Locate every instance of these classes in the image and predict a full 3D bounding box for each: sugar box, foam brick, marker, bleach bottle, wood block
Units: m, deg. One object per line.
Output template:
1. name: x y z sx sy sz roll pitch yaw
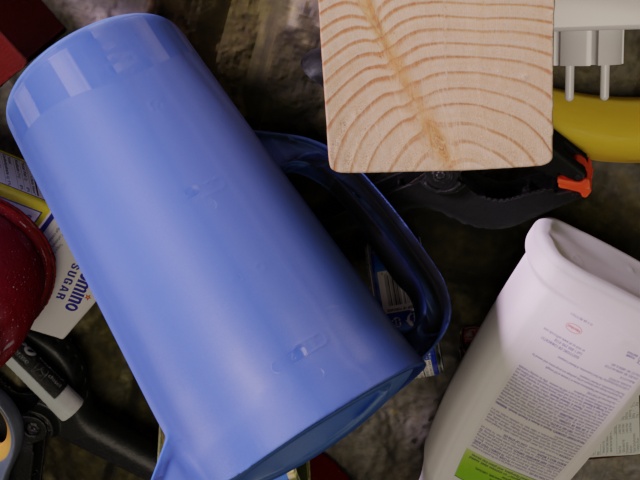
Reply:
1. sugar box: -0.200 -0.008 0.612 0.176 0.048 0.093 24 119 -42
2. foam brick: -0.183 -0.111 0.582 0.053 0.078 0.051 -34 108 17
3. marker: -0.196 0.065 0.665 0.020 0.020 0.121 -37 104 19
4. bleach bottle: 0.108 0.113 0.641 0.102 0.068 0.251 27 116 -5
5. wood block: 0.049 -0.112 0.496 0.090 0.206 0.091 -2 116 4

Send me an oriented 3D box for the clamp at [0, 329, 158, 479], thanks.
1. clamp: -0.193 0.124 0.719 0.165 0.036 0.210 -27 109 18

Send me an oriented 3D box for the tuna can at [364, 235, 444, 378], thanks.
1. tuna can: 0.050 0.040 0.637 0.034 0.086 0.086 -10 115 6

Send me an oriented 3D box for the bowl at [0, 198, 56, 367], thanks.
1. bowl: -0.222 0.042 0.576 0.162 0.055 0.162 -12 141 -10

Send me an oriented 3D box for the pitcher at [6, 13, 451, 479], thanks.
1. pitcher: -0.054 0.001 0.561 0.145 0.149 0.243 -38 76 22

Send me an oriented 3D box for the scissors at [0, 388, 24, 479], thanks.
1. scissors: -0.204 0.171 0.714 0.096 0.016 0.201 -27 105 28

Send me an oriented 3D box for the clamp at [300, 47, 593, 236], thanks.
1. clamp: 0.064 -0.054 0.600 0.172 0.039 0.120 -1 129 15
